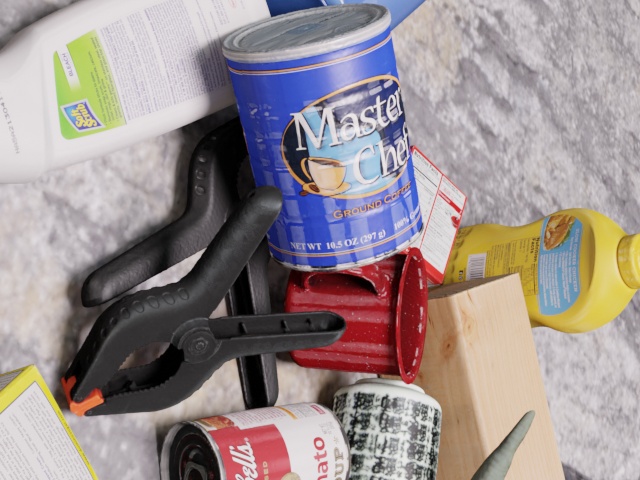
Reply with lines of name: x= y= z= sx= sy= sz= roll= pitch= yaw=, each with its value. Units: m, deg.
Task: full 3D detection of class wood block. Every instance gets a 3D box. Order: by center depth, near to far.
wood block: x=0.114 y=0.138 z=0.811 sx=0.090 sy=0.090 sz=0.206 roll=-13 pitch=91 yaw=-45

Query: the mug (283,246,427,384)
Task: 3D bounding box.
mug: x=0.022 y=0.043 z=0.719 sx=0.117 sy=0.082 sz=0.093 roll=63 pitch=34 yaw=-58

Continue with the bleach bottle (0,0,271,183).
bleach bottle: x=-0.136 y=-0.103 z=0.636 sx=0.250 sy=0.068 sz=0.102 roll=-28 pitch=103 yaw=-42

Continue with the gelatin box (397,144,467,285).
gelatin box: x=0.075 y=-0.019 z=0.847 sx=0.073 sy=0.030 sz=0.089 roll=38 pitch=57 yaw=-31

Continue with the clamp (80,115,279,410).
clamp: x=-0.055 y=0.001 z=0.711 sx=0.164 sy=0.036 sz=0.209 roll=47 pitch=53 yaw=-34

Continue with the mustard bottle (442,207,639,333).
mustard bottle: x=0.185 y=0.025 z=0.830 sx=0.058 sy=0.192 sz=0.096 roll=23 pitch=66 yaw=-39

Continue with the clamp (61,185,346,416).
clamp: x=-0.067 y=0.056 z=0.630 sx=0.171 sy=0.039 sz=0.120 roll=-35 pitch=120 yaw=2

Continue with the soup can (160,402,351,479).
soup can: x=-0.040 y=0.140 z=0.670 sx=0.102 sy=0.069 sz=0.068 roll=-2 pitch=83 yaw=-40

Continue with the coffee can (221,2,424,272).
coffee can: x=0.004 y=-0.065 z=0.664 sx=0.102 sy=0.103 sz=0.140 roll=-35 pitch=122 yaw=-43

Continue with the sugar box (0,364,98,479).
sugar box: x=-0.178 y=0.144 z=0.517 sx=0.093 sy=0.048 sz=0.176 roll=65 pitch=27 yaw=-13
